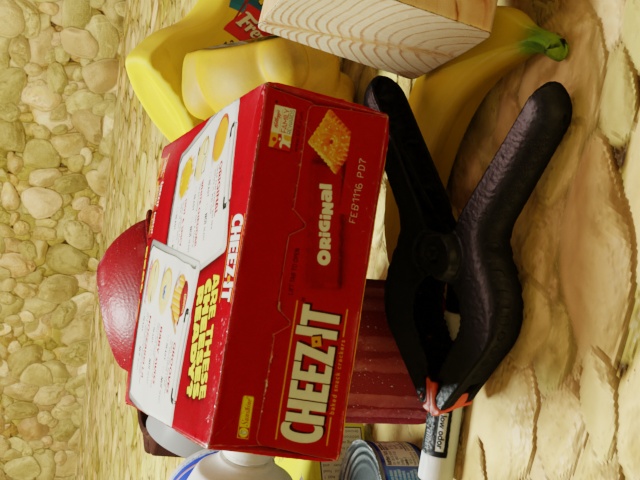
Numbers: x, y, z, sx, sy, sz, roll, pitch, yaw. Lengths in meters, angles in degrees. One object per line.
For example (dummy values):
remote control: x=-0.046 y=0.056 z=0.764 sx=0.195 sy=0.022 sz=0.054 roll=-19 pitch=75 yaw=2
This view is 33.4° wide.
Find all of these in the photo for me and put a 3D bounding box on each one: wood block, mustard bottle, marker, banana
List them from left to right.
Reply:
mustard bottle: x=-0.067 y=-0.166 z=0.873 sx=0.058 sy=0.191 sz=0.096 roll=12 pitch=141 yaw=45
wood block: x=0.045 y=-0.197 z=0.520 sx=0.090 sy=0.090 sz=0.206 roll=164 pitch=120 yaw=-71
banana: x=0.067 y=-0.059 z=0.570 sx=0.198 sy=0.037 sz=0.069 roll=116 pitch=154 yaw=-51
marker: x=0.069 y=0.069 z=0.563 sx=0.020 sy=0.020 sz=0.121 roll=-145 pitch=61 yaw=-71

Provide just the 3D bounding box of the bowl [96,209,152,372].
bowl: x=-0.150 y=0.057 z=0.898 sx=0.162 sy=0.055 sz=0.162 roll=168 pitch=90 yaw=-88

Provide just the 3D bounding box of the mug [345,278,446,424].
mug: x=0.021 y=0.067 z=0.614 sx=0.117 sy=0.081 sz=0.093 roll=124 pitch=146 yaw=-59

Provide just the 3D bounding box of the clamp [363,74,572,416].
clamp: x=0.059 y=-0.003 z=0.529 sx=0.120 sy=0.039 sz=0.171 roll=26 pitch=112 yaw=50

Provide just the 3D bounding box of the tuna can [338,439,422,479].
tuna can: x=0.037 y=0.159 z=0.620 sx=0.086 sy=0.033 sz=0.086 roll=-176 pitch=90 yaw=-74

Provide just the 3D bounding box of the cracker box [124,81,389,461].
cracker box: x=-0.043 y=0.021 z=0.568 sx=0.214 sy=0.072 sz=0.164 roll=172 pitch=108 yaw=-69
